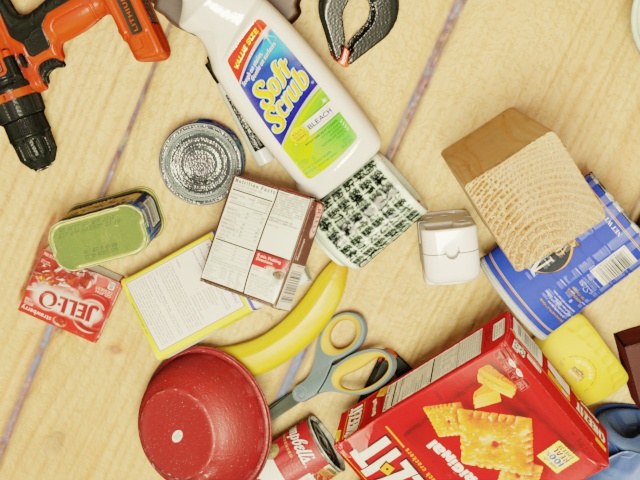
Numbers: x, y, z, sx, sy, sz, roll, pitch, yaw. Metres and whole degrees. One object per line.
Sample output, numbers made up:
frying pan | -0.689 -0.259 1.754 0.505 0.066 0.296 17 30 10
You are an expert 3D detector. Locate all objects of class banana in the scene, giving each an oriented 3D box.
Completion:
banana | -0.046 0.093 1.109 0.198 0.037 0.069 -29 100 7

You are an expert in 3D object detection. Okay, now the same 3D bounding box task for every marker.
marker | -0.082 -0.131 1.070 0.020 0.020 0.121 -26 101 7

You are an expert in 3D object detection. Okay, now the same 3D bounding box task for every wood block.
wood block | 0.180 -0.054 0.984 0.090 0.206 0.091 -33 100 8

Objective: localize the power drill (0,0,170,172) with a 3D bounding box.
power drill | -0.246 -0.179 1.044 0.188 0.057 0.184 -21 101 6

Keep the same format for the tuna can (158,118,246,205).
tuna can | -0.119 -0.079 1.075 0.086 0.033 0.086 0 102 1

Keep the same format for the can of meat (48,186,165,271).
can of meat | -0.213 -0.011 1.066 0.102 0.084 0.057 -15 101 4

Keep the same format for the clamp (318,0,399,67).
clamp | 0.037 -0.256 1.027 0.120 0.039 0.171 25 100 -10

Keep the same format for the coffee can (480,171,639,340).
coffee can | 0.242 0.015 1.046 0.140 0.102 0.103 -40 99 14

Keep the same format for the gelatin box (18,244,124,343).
gelatin box | -0.258 0.056 1.109 0.089 0.030 0.073 25 102 -4

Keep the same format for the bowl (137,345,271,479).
bowl | -0.131 0.191 1.089 0.162 0.055 0.162 3 95 28

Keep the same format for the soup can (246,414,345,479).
soup can | -0.034 0.239 1.125 0.102 0.068 0.068 -33 100 8

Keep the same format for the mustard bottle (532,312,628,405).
mustard bottle | 0.213 0.161 1.102 0.192 0.058 0.096 -37 104 6

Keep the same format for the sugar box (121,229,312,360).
sugar box | -0.105 0.041 1.087 0.176 0.048 0.093 -27 85 5

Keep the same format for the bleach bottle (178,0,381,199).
bleach bottle | -0.054 -0.155 1.000 0.103 0.068 0.250 -39 118 11

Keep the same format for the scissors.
scissors | -0.017 0.139 1.126 0.202 0.016 0.096 -19 78 20

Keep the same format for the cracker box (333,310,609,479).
cracker box | 0.145 0.194 1.043 0.214 0.072 0.164 -36 101 23

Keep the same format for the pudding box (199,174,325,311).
pudding box | -0.057 0.001 1.031 0.090 0.039 0.113 19 88 23
